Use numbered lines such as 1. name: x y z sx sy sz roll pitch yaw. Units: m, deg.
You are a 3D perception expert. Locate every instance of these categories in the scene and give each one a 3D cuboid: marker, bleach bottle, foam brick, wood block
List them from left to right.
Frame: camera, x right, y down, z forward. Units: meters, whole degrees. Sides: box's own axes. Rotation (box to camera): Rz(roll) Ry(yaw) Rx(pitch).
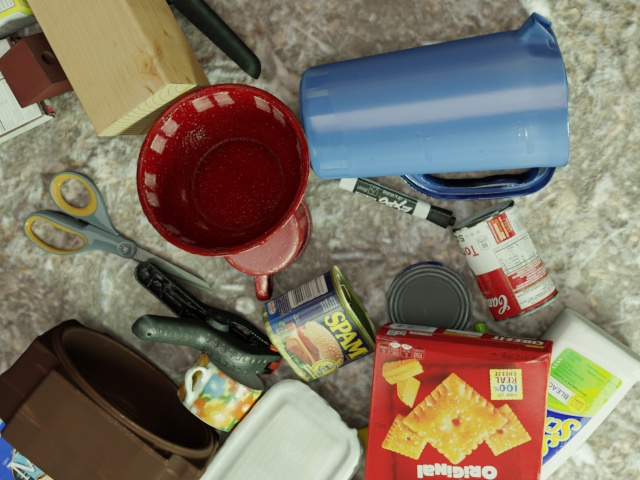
1. foam brick: -0.261 -0.170 1.031 0.051 0.078 0.053 -27 95 38
2. wood block: -0.199 -0.209 0.991 0.091 0.090 0.206 -31 84 21
3. marker: 0.077 -0.040 1.059 0.121 0.020 0.020 21 98 1
4. bleach bottle: 0.209 0.194 1.056 0.102 0.068 0.251 34 100 1

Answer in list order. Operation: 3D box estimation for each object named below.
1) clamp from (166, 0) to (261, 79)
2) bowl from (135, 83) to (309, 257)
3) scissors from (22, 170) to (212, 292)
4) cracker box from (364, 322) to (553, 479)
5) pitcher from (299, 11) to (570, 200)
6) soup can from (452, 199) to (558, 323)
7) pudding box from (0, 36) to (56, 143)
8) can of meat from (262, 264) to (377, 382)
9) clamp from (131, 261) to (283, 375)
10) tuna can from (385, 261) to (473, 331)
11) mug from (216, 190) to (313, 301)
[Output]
1. clamp: -0.162 -0.235 1.044 0.165 0.036 0.210 -17 92 12
2. bowl: -0.083 -0.059 0.973 0.162 0.055 0.162 -3 77 12
3. scissors: -0.201 -0.012 1.083 0.202 0.016 0.096 11 97 2
4. cracker box: 0.127 0.194 1.006 0.164 0.072 0.214 6 96 15
5. pitcher: 0.109 -0.114 1.002 0.243 0.145 0.149 -6 84 8
6. soup can: 0.179 0.020 1.034 0.068 0.068 0.102 -26 94 6
7. pudding box: -0.335 -0.141 1.066 0.113 0.039 0.090 -24 95 8
8. can of meat: 0.000 0.084 1.043 0.084 0.057 0.102 -26 131 9
9. clamp: -0.115 0.081 1.054 0.171 0.120 0.039 27 117 -30
10. tuna can: 0.108 0.064 1.061 0.086 0.033 0.086 0 97 4
11. mug: -0.057 0.001 1.041 0.093 0.081 0.117 2 97 4
